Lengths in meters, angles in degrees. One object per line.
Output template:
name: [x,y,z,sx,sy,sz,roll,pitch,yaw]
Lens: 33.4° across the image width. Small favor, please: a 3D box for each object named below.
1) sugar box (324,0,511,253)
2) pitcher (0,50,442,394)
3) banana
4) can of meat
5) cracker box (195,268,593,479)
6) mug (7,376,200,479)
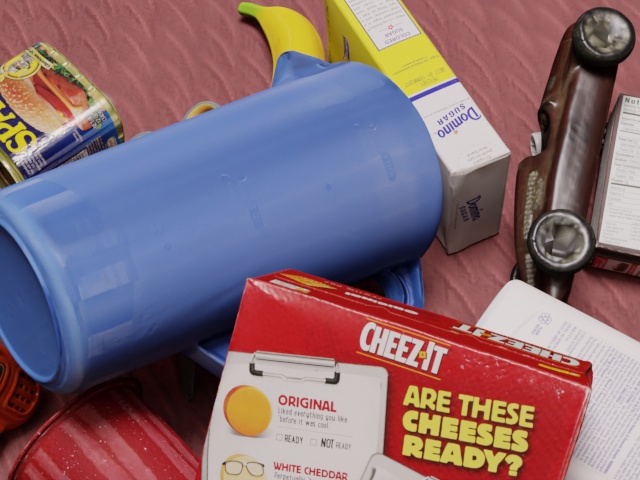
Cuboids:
sugar box: [0.058,-0.086,0.696,0.048,0.093,0.176,-22,60,-9]
pitcher: [-0.054,0.001,0.590,0.242,0.145,0.149,-23,41,-34]
banana: [-0.030,-0.096,0.745,0.070,0.037,0.197,-15,52,26]
can of meat: [-0.196,-0.080,0.733,0.083,0.057,0.102,-37,64,-20]
cracker box: [0.022,0.138,0.516,0.164,0.072,0.214,17,98,14]
mug: [-0.116,0.143,0.578,0.081,0.093,0.117,42,84,19]
